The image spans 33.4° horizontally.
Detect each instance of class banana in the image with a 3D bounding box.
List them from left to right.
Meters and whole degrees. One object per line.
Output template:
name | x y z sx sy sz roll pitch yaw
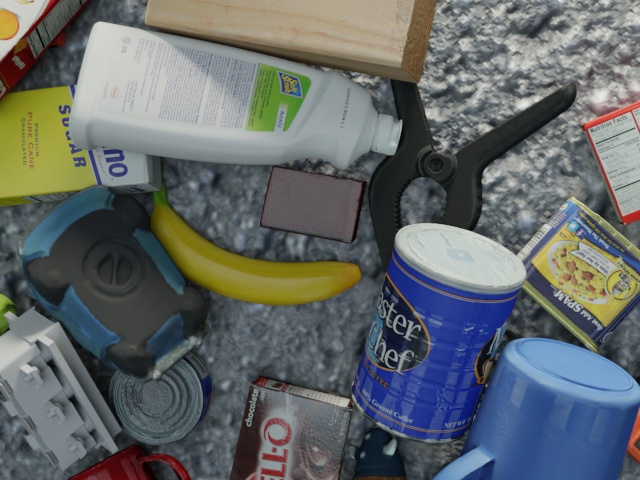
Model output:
banana | -0.067 0.016 0.899 0.198 0.037 0.070 23 97 5

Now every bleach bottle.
bleach bottle | -0.062 -0.099 0.842 0.251 0.068 0.102 12 79 -2

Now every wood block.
wood block | -0.019 -0.189 0.836 0.206 0.090 0.090 13 94 15

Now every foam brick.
foam brick | -0.005 -0.031 0.880 0.078 0.053 0.051 10 95 5

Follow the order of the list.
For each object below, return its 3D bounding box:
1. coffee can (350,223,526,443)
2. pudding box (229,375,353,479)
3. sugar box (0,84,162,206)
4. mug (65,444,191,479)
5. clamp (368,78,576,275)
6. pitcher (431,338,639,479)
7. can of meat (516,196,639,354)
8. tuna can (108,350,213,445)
coffee can | 0.090 0.071 0.833 0.103 0.102 0.140 17 113 5
pudding box | -0.025 0.180 0.905 0.090 0.039 0.113 13 96 6
sugar box | -0.226 -0.081 0.900 0.176 0.048 0.093 -7 82 9
mug | -0.162 0.220 0.899 0.117 0.093 0.081 -28 86 13
clamp | 0.107 -0.063 0.870 0.165 0.036 0.210 15 95 12
pitcher | 0.148 0.202 0.815 0.145 0.149 0.243 19 105 13
can of meat | 0.210 0.027 0.857 0.102 0.057 0.084 42 95 2
tuna can | -0.137 0.131 0.917 0.086 0.033 0.086 1 94 7
